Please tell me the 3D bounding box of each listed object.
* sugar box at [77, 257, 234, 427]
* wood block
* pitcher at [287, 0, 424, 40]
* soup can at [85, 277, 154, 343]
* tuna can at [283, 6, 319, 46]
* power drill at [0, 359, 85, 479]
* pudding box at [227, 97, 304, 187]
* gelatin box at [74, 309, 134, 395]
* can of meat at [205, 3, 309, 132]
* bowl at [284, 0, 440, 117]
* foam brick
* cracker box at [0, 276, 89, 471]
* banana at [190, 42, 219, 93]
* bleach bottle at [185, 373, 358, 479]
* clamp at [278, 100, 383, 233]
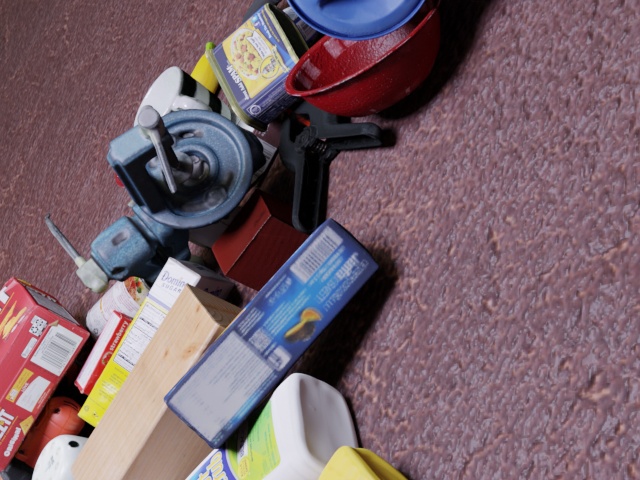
[{"bbox_3d":[-0.158,0.104,1.039,0.048,0.093,0.176,29,91,17],"label":"sugar box"},{"bbox_3d":[-0.128,0.157,0.963,0.206,0.090,0.090,-58,33,6],"label":"wood block"},{"bbox_3d":[0.048,-0.279,0.978,0.145,0.149,0.242,-43,16,23],"label":"pitcher"},{"bbox_3d":[-0.196,0.069,1.141,0.102,0.068,0.068,-43,37,27],"label":"soup can"},{"bbox_3d":[-0.044,-0.217,1.147,0.086,0.033,0.086,-28,22,13],"label":"tuna can"},{"bbox_3d":[-0.320,0.217,1.182,0.184,0.057,0.188,-52,24,13],"label":"power drill"},{"bbox_3d":[-0.073,-0.121,1.142,0.113,0.039,0.090,-60,31,-1],"label":"pudding box"},{"bbox_3d":[-0.198,0.126,1.096,0.030,0.073,0.089,27,88,57],"label":"gelatin box"},{"bbox_3d":[-0.055,-0.175,1.067,0.084,0.057,0.102,-37,61,19],"label":"can of meat"},{"bbox_3d":[0.049,-0.160,0.959,0.162,0.055,0.162,-29,24,14],"label":"bowl"},{"bbox_3d":[-0.057,0.001,1.017,0.078,0.051,0.053,-51,35,16],"label":"foam brick"},{"bbox_3d":[-0.338,0.135,1.151,0.164,0.072,0.214,-59,23,-6],"label":"cracker box"},{"bbox_3d":[-0.170,-0.149,1.300,0.198,0.037,0.070,-57,16,4],"label":"banana"},{"bbox_3d":[-0.074,0.218,0.872,0.251,0.068,0.102,-45,34,27],"label":"bleach bottle"},{"bbox_3d":[0.004,-0.095,1.018,0.120,0.039,0.171,-42,37,19],"label":"clamp"}]
